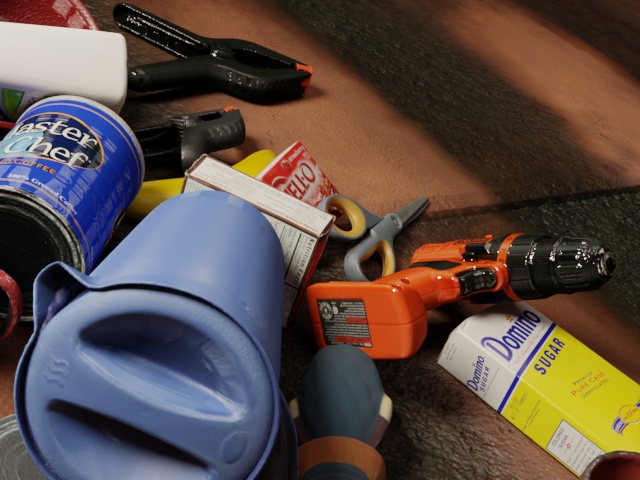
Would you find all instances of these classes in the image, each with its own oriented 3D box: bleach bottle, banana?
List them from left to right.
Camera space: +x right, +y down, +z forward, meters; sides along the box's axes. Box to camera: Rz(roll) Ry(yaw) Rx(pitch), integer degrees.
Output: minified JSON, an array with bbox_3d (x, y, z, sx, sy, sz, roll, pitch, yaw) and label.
[{"bbox_3d":[-0.276,-0.127,0.786,0.250,0.103,0.068,3,75,-24],"label":"bleach bottle"},{"bbox_3d":[-0.093,-0.046,0.888,0.197,0.037,0.070,-14,47,-43],"label":"banana"}]

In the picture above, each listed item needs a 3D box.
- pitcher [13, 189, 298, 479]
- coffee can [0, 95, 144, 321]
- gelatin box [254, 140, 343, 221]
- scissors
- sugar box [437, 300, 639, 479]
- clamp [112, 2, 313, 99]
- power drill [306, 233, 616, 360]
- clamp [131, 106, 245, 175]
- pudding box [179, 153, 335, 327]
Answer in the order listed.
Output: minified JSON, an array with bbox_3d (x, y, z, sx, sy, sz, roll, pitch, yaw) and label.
[{"bbox_3d":[-0.076,0.058,0.637,0.145,0.149,0.242,6,17,1],"label":"pitcher"},{"bbox_3d":[-0.190,-0.026,0.739,0.103,0.103,0.140,20,32,-3],"label":"coffee can"},{"bbox_3d":[-0.020,-0.034,0.891,0.073,0.030,0.089,52,32,-8],"label":"gelatin box"},{"bbox_3d":[0.047,-0.024,0.930,0.096,0.016,0.201,48,31,-12],"label":"scissors"},{"bbox_3d":[0.184,0.116,0.804,0.176,0.048,0.093,40,37,25],"label":"sugar box"},{"bbox_3d":[-0.107,-0.175,1.072,0.209,0.036,0.164,12,33,-16],"label":"clamp"},{"bbox_3d":[0.098,0.037,0.787,0.187,0.057,0.185,-15,6,-42],"label":"power drill"},{"bbox_3d":[-0.110,-0.086,0.909,0.120,0.039,0.171,16,27,33],"label":"clamp"},{"bbox_3d":[-0.055,0.001,0.791,0.113,0.090,0.039,25,33,6],"label":"pudding box"}]
